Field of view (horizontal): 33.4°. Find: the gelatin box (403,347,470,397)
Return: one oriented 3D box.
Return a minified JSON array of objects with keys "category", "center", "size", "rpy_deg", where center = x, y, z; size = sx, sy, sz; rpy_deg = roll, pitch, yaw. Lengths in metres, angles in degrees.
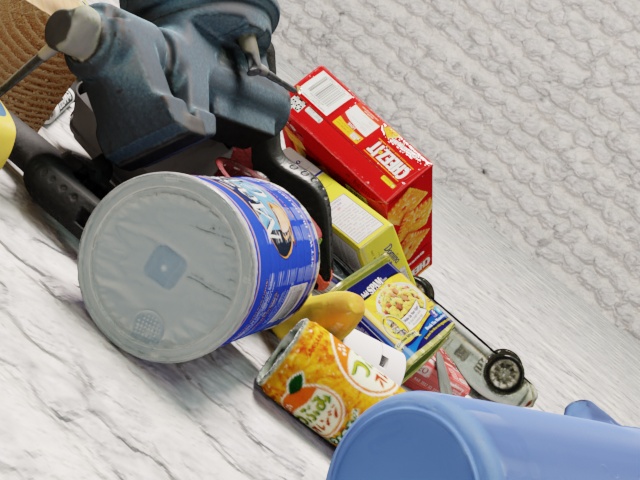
[{"category":"gelatin box","center":[0.083,0.103,0.933],"size":[0.073,0.030,0.089],"rpy_deg":[33,12,-24]}]

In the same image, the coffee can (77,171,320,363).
[{"category":"coffee can","center":[-0.066,0.012,0.635],"size":[0.103,0.103,0.140],"rpy_deg":[40,11,10]}]

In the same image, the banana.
[{"category":"banana","center":[-0.011,0.043,0.760],"size":[0.037,0.070,0.198],"rpy_deg":[22,9,-15]}]

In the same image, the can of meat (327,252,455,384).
[{"category":"can of meat","center":[0.049,0.067,0.841],"size":[0.084,0.058,0.101],"rpy_deg":[43,35,13]}]

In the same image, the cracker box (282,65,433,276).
[{"category":"cracker box","center":[0.038,-0.054,1.103],"size":[0.164,0.072,0.214],"rpy_deg":[45,-16,24]}]

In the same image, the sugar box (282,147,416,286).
[{"category":"sugar box","center":[0.015,-0.015,1.030],"size":[0.176,0.048,0.093],"rpy_deg":[44,-16,44]}]

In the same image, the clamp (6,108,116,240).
[{"category":"clamp","center":[-0.174,-0.045,0.701],"size":[0.120,0.039,0.172],"rpy_deg":[23,10,-31]}]

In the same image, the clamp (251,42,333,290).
[{"category":"clamp","center":[-0.065,-0.042,0.883],"size":[0.210,0.165,0.036],"rpy_deg":[60,14,-8]}]

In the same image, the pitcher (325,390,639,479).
[{"category":"pitcher","center":[0.117,0.163,0.581],"size":[0.242,0.145,0.149],"rpy_deg":[21,8,-45]}]

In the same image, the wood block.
[{"category":"wood block","center":[-0.246,-0.167,0.832],"size":[0.090,0.091,0.206],"rpy_deg":[31,13,-29]}]
